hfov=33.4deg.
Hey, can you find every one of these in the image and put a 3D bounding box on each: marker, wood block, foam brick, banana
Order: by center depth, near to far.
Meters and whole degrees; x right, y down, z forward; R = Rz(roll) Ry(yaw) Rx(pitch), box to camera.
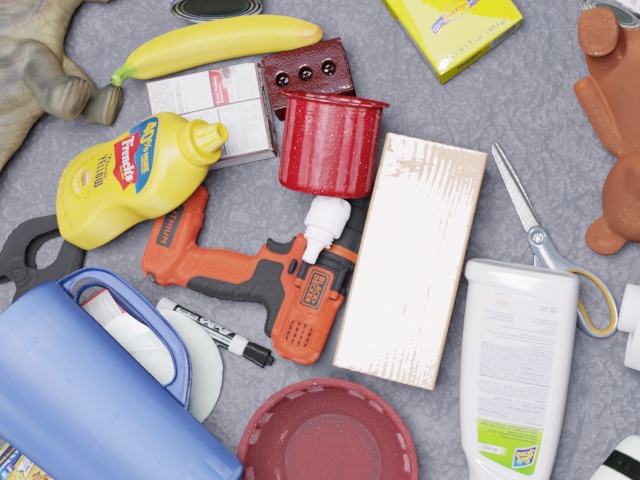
[{"bbox_3d":[0.080,0.020,0.946,0.091,0.090,0.206,13,87,8],"label":"wood block"},{"bbox_3d":[-0.010,-0.149,0.989,0.078,0.051,0.053,-14,84,6],"label":"foam brick"},{"bbox_3d":[-0.099,0.087,1.000,0.121,0.020,0.020,25,89,9],"label":"marker"},{"bbox_3d":[-0.098,-0.180,1.000,0.198,0.037,0.069,-15,42,0],"label":"banana"}]

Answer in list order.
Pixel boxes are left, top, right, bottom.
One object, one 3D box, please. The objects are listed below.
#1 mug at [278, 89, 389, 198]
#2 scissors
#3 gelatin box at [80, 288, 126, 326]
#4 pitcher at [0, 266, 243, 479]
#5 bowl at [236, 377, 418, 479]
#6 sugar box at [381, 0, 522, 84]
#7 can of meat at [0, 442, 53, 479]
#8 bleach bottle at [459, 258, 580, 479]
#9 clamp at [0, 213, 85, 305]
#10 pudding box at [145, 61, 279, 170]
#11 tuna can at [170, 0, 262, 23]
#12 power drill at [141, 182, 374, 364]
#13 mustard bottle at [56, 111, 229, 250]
[{"bbox_3d":[0.008,-0.085,0.928,0.093,0.117,0.081,7,101,-3],"label":"mug"},{"bbox_3d":[0.186,0.016,0.969,0.096,0.016,0.202,-40,82,3],"label":"scissors"},{"bbox_3d":[-0.209,0.094,1.010,0.089,0.030,0.073,-35,84,4],"label":"gelatin box"},{"bbox_3d":[-0.180,0.149,0.913,0.243,0.144,0.149,40,122,4],"label":"pitcher"},{"bbox_3d":[0.008,0.203,0.960,0.162,0.055,0.162,-1,86,8],"label":"bowl"},{"bbox_3d":[0.098,-0.243,0.985,0.093,0.048,0.176,-35,83,4],"label":"sugar box"},{"bbox_3d":[-0.246,0.206,0.993,0.084,0.057,0.102,43,92,10],"label":"can of meat"},{"bbox_3d":[0.160,0.147,0.934,0.103,0.068,0.251,9,96,16],"label":"bleach bottle"},{"bbox_3d":[-0.281,0.044,1.018,0.171,0.039,0.120,-36,84,4],"label":"clamp"},{"bbox_3d":[-0.102,-0.114,1.006,0.113,0.039,0.090,-11,85,9],"label":"pudding box"},{"bbox_3d":[-0.097,-0.230,0.990,0.086,0.086,0.034,-4,84,7],"label":"tuna can"},{"bbox_3d":[-0.056,0.001,0.981,0.188,0.057,0.184,19,81,10],"label":"power drill"},{"bbox_3d":[-0.155,-0.063,0.952,0.192,0.058,0.096,-21,51,35],"label":"mustard bottle"}]
